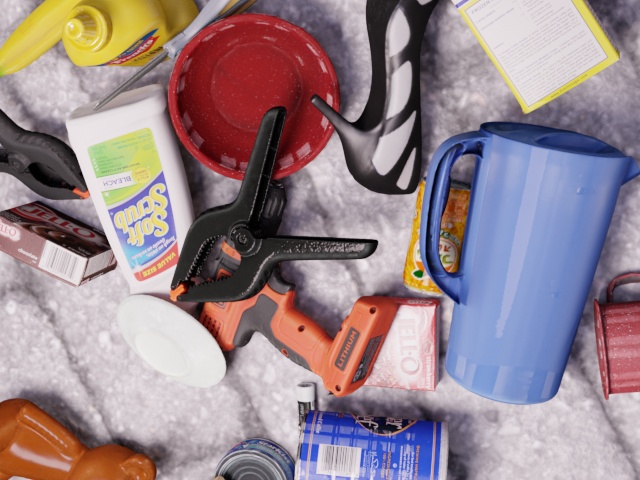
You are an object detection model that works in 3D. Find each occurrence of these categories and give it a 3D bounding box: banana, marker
[{"bbox_3d":[-0.260,-0.220,1.067,0.198,0.069,0.037,-34,130,21],"label":"banana"},{"bbox_3d":[-0.013,0.207,1.101,0.020,0.020,0.121,0,100,15],"label":"marker"}]

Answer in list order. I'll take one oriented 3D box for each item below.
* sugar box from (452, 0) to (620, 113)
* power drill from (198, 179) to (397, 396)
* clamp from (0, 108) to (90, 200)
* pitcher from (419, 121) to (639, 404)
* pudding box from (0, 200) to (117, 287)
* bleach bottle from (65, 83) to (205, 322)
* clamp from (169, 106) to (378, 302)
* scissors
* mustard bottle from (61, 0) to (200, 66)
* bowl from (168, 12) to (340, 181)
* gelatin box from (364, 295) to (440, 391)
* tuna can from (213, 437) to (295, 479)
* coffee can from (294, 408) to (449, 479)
[{"bbox_3d":[0.168,-0.205,0.906,0.093,0.048,0.176,-31,96,23],"label":"sugar box"},{"bbox_3d":[-0.022,0.052,1.041,0.188,0.057,0.184,28,107,24],"label":"power drill"},{"bbox_3d":[-0.314,-0.085,1.112,0.171,0.039,0.120,34,144,-2],"label":"clamp"},{"bbox_3d":[0.176,0.018,0.960,0.149,0.144,0.243,20,108,32],"label":"pitcher"},{"bbox_3d":[-0.272,0.002,1.097,0.113,0.090,0.039,27,107,8],"label":"pudding box"},{"bbox_3d":[-0.163,-0.021,1.059,0.102,0.068,0.251,-15,113,4],"label":"bleach bottle"},{"bbox_3d":[-0.057,0.001,1.006,0.210,0.036,0.164,-45,78,20],"label":"clamp"},{"bbox_3d":[-0.124,-0.191,0.984,0.201,0.096,0.016,-40,90,-24],"label":"scissors"},{"bbox_3d":[-0.183,-0.194,0.986,0.096,0.191,0.058,-22,93,17],"label":"mustard bottle"},{"bbox_3d":[-0.062,-0.140,1.021,0.162,0.055,0.162,0,111,0],"label":"bowl"},{"bbox_3d":[0.079,0.101,1.051,0.073,0.030,0.089,3,101,14],"label":"gelatin box"},{"bbox_3d":[-0.068,0.253,1.115,0.086,0.033,0.086,3,100,15],"label":"tuna can"},{"bbox_3d":[0.050,0.220,1.032,0.140,0.102,0.103,5,101,6],"label":"coffee can"}]
